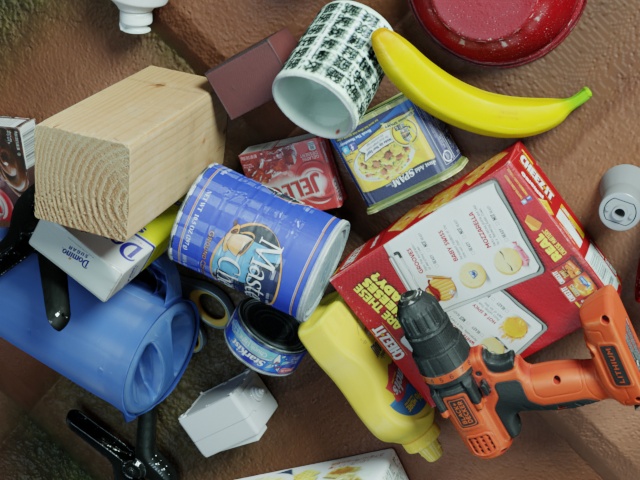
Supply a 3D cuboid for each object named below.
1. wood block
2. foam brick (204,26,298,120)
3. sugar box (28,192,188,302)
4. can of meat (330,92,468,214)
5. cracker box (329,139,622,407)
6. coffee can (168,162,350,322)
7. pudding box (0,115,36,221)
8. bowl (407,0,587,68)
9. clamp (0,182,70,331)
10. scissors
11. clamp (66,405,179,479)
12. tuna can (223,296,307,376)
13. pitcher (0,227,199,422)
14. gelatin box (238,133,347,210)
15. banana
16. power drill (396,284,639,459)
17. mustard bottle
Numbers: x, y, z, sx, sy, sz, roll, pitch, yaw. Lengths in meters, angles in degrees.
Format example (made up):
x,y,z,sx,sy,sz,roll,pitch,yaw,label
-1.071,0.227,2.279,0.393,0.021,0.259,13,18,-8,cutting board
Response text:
x,y,z,sx,sy,sz,roll,pitch,yaw,label
-0.167,-0.086,0.976,0.091,0.205,0.090,14,117,14,wood block
-0.057,-0.156,0.992,0.078,0.053,0.051,-23,103,27,foam brick
-0.190,-0.019,1.031,0.093,0.176,0.048,37,120,2,sugar box
0.069,-0.084,0.974,0.102,0.057,0.084,-25,99,27,can of meat
0.143,0.034,0.989,0.214,0.072,0.164,-35,98,30,cracker box
-0.057,0.001,0.998,0.140,0.102,0.103,24,119,8,coffee can
-0.342,-0.077,1.143,0.090,0.039,0.113,6,114,19,pudding box
0.141,-0.217,0.889,0.162,0.055,0.162,8,115,17,bowl
-0.273,0.001,1.059,0.165,0.209,0.036,12,148,30,clamp
-0.157,0.028,1.130,0.096,0.016,0.202,-14,108,27,scissors
-0.207,0.250,1.236,0.120,0.039,0.171,-23,109,32,clamp
-0.053,0.096,1.082,0.086,0.086,0.034,33,118,4,tuna can
-0.255,0.068,1.119,0.243,0.149,0.145,24,157,19,pitcher
-0.026,-0.061,1.034,0.089,0.030,0.073,-10,110,25,gelatin box
0.129,-0.128,0.920,0.197,0.037,0.070,13,116,-10,banana
0.177,0.100,0.932,0.188,0.057,0.184,-18,116,28,power drill
0.059,0.140,1.052,0.058,0.096,0.191,-32,98,28,mustard bottle
